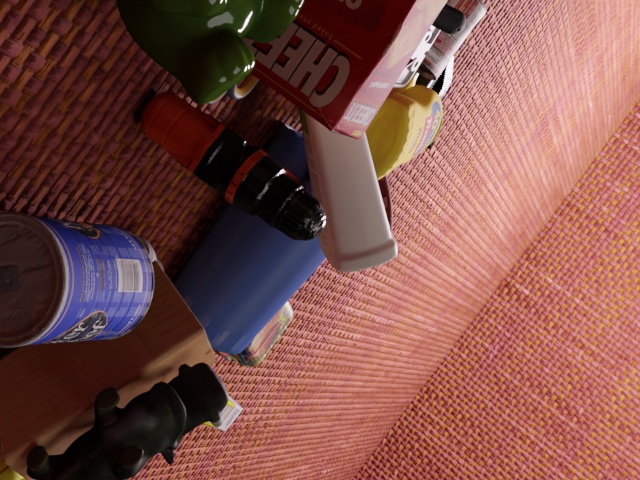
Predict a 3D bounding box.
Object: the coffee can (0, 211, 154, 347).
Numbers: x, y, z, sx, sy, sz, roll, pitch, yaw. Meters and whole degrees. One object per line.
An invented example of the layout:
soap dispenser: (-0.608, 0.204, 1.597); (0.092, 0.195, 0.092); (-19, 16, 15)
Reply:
coffee can: (-0.213, 0.033, 0.867); (0.103, 0.103, 0.140); (-55, 162, 9)

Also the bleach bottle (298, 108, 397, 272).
bleach bottle: (0.012, -0.102, 1.001); (0.068, 0.103, 0.251); (-16, 113, -8)

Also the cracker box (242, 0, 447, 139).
cracker box: (0.016, -0.216, 0.861); (0.214, 0.164, 0.072); (-57, 160, 13)

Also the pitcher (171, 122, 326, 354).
pitcher: (-0.058, 0.001, 1.175); (0.243, 0.145, 0.149); (-51, 138, 7)

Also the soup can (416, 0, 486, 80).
soup can: (0.140, -0.250, 1.263); (0.102, 0.068, 0.068); (-53, 162, 0)

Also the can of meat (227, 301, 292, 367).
can of meat: (-0.082, 0.091, 1.278); (0.102, 0.058, 0.084); (-53, 151, -20)

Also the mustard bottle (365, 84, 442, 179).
mustard bottle: (0.100, -0.133, 1.247); (0.191, 0.058, 0.096); (-33, 148, -63)

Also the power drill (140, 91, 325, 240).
power drill: (-0.064, -0.057, 0.968); (0.057, 0.184, 0.187); (-52, 172, 0)

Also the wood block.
wood block: (-0.210, 0.122, 0.990); (0.206, 0.091, 0.090); (-33, 158, -12)
